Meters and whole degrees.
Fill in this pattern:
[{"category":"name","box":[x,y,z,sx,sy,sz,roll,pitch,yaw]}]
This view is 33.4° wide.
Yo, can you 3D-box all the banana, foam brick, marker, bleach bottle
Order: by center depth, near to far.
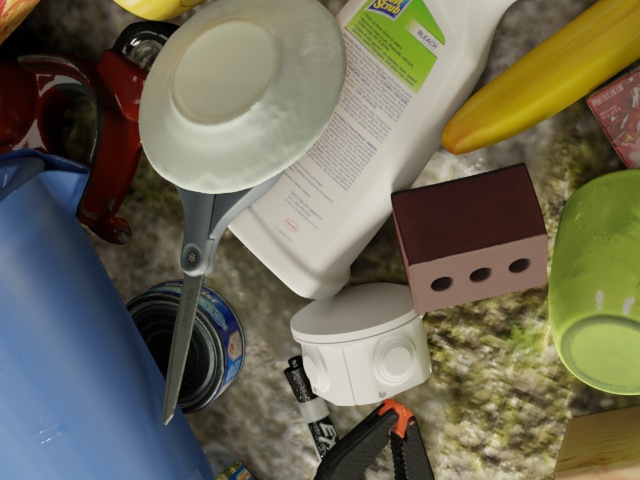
[{"category":"banana","box":[0.148,-0.109,0.559,0.198,0.069,0.037,-37,74,28]},{"category":"foam brick","box":[0.083,0.000,0.593,0.078,0.053,0.051,-13,53,1]},{"category":"bleach bottle","box":[0.044,-0.090,0.601,0.102,0.068,0.251,44,110,12]},{"category":"marker","box":[0.004,0.131,0.688,0.020,0.020,0.121,-19,96,22]}]

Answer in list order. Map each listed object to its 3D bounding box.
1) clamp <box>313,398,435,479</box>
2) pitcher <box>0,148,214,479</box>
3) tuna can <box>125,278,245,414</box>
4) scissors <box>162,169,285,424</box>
[{"category":"clamp","box":[0.034,0.188,0.663,0.120,0.039,0.171,26,88,-22]},{"category":"pitcher","box":[-0.171,0.082,0.623,0.149,0.144,0.243,-8,119,38]},{"category":"tuna can","box":[-0.095,0.071,0.701,0.086,0.033,0.086,4,103,18]},{"category":"scissors","box":[-0.054,0.001,0.601,0.096,0.016,0.202,-8,79,33]}]
